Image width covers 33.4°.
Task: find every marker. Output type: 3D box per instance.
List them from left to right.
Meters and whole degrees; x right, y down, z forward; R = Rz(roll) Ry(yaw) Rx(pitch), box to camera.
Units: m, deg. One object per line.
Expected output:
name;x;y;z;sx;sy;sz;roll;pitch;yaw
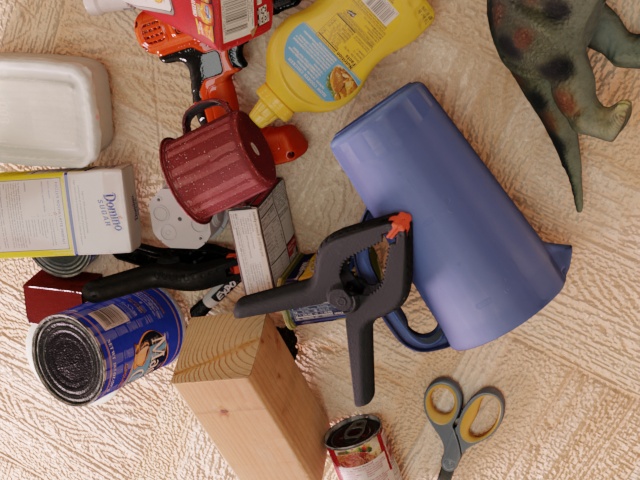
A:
marker;-0.106;0.050;1.181;0.020;0.020;0.121;45;119;-4

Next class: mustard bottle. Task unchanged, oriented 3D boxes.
mustard bottle;0.007;-0.176;0.991;0.192;0.058;0.096;-44;109;7

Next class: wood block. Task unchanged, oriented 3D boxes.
wood block;-0.068;0.178;1.143;0.091;0.090;0.206;-7;133;20

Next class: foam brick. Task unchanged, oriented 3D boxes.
foam brick;-0.295;0.068;1.233;0.078;0.053;0.051;7;114;16

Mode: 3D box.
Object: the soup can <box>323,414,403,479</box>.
soup can;0.052;0.255;1.191;0.069;0.068;0.102;-13;108;22

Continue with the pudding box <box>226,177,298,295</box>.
pudding box;-0.057;0.001;1.105;0.039;0.090;0.113;-5;111;19

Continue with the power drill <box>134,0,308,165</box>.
power drill;-0.076;-0.165;1.061;0.185;0.057;0.187;-12;106;23

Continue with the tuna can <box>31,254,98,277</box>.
tuna can;-0.291;-0.004;1.211;0.086;0.033;0.086;7;114;15

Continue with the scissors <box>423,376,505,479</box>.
scissors;0.131;0.229;1.183;0.096;0.016;0.202;33;118;4

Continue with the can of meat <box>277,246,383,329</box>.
can of meat;0.012;0.045;1.096;0.084;0.102;0.057;-9;108;19

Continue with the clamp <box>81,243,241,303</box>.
clamp;-0.168;0.034;1.141;0.172;0.120;0.039;0;122;16

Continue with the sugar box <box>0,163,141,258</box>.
sugar box;-0.285;-0.031;1.154;0.176;0.048;0.093;-2;103;8

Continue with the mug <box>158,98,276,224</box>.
mug;-0.098;-0.084;1.026;0.082;0.093;0.117;-24;67;17

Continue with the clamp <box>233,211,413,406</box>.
clamp;0.031;0.059;1.011;0.164;0.036;0.210;41;124;-3

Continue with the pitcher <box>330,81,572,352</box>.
pitcher;0.109;-0.019;1.020;0.243;0.149;0.145;55;145;-5

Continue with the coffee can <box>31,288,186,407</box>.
coffee can;-0.229;0.111;1.168;0.103;0.140;0.103;8;107;29

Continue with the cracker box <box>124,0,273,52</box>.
cracker box;-0.134;-0.285;0.951;0.214;0.072;0.164;33;139;37
